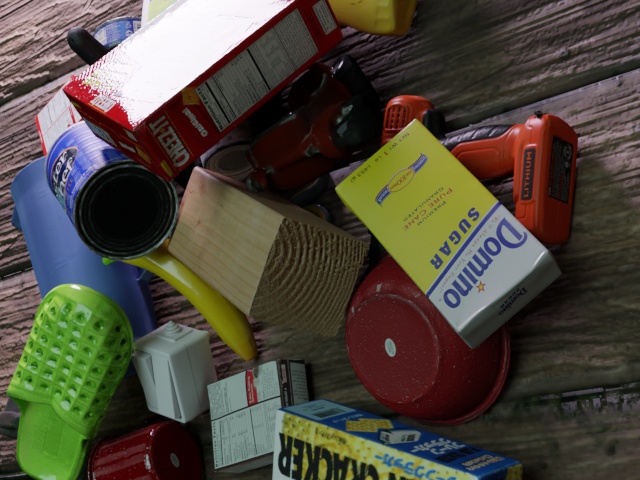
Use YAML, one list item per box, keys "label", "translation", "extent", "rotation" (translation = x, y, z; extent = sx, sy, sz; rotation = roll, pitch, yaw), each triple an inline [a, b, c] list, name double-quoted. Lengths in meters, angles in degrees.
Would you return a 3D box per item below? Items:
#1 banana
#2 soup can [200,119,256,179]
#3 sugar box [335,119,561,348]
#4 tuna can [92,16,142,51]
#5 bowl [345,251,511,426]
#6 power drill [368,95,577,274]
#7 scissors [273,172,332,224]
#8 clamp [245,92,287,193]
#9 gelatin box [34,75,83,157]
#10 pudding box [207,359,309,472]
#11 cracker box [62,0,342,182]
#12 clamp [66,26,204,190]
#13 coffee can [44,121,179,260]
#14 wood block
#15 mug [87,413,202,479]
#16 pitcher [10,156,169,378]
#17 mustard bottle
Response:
- label: "banana"
  translation: [-0.136, 0.045, 1.079]
  extent: [0.198, 0.037, 0.070]
  rotation: [34, 141, 15]
- label: "soup can"
  translation: [-0.102, -0.123, 1.125]
  extent: [0.069, 0.068, 0.102]
  rotation: [-35, 59, 29]
- label: "sugar box"
  translation: [0.098, -0.009, 0.847]
  extent: [0.093, 0.048, 0.176]
  rotation: [-42, 53, 2]
- label: "tuna can"
  translation: [-0.220, -0.224, 1.242]
  extent: [0.086, 0.086, 0.034]
  rotation: [-22, 67, 35]
- label: "bowl"
  translation: [0.075, 0.085, 0.893]
  extent: [0.162, 0.055, 0.162]
  rotation: [9, 104, 38]
- label: "power drill"
  translation: [0.121, -0.037, 0.916]
  extent: [0.188, 0.057, 0.184]
  rotation: [3, 85, 40]
- label: "scissors"
  translation: [-0.057, 0.001, 1.088]
  extent: [0.202, 0.016, 0.096]
  rotation: [-44, 53, 24]
- label: "clamp"
  translation: [-0.059, -0.129, 1.079]
  extent: [0.039, 0.120, 0.171]
  rotation: [-15, 35, 16]
- label: "gelatin box"
  translation: [-0.318, -0.152, 1.346]
  extent: [0.089, 0.030, 0.073]
  rotation: [-40, 54, 26]
- label: "pudding box"
  translation: [-0.060, 0.170, 1.029]
  extent: [0.114, 0.039, 0.090]
  rotation: [-26, 64, 42]
- label: "cracker box"
  translation: [-0.108, -0.161, 0.979]
  extent: [0.213, 0.072, 0.164]
  rotation: [-42, 37, -14]
- label: "clamp"
  translation: [-0.181, -0.149, 1.149]
  extent: [0.036, 0.164, 0.210]
  rotation: [-24, 87, 36]
- label: "coffee can"
  translation: [-0.211, -0.053, 1.065]
  extent: [0.103, 0.102, 0.140]
  rotation: [-63, 32, 9]
- label: "wood block"
  translation: [-0.055, 0.006, 0.974]
  extent: [0.206, 0.090, 0.090]
  rotation: [30, 102, 58]
- label: "mug"
  translation: [-0.172, 0.224, 1.092]
  extent: [0.082, 0.093, 0.117]
  rotation: [-24, 33, 29]
- label: "pitcher"
  translation: [-0.246, 0.025, 1.180]
  extent: [0.149, 0.144, 0.243]
  rotation: [-54, 49, 52]
- label: "mustard bottle"
  translation: [0.001, -0.254, 1.052]
  extent: [0.192, 0.058, 0.096]
  rotation: [10, 100, 31]
